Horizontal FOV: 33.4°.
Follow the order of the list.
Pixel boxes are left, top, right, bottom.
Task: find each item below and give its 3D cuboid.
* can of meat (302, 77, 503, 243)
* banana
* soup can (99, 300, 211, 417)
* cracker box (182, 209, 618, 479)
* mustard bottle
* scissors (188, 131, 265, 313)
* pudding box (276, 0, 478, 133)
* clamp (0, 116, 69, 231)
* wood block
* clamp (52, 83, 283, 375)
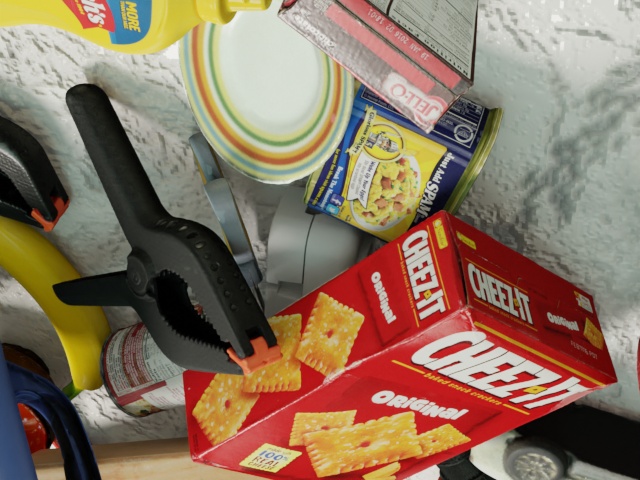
[{"bbox_3d":[0.044,-0.046,0.613,0.084,0.057,0.102,25,132,0],"label":"can of meat"},{"bbox_3d":[-0.198,0.046,0.778,0.070,0.037,0.198,-14,122,9],"label":"banana"},{"bbox_3d":[-0.098,0.082,0.761,0.102,0.068,0.068,-21,120,31],"label":"soup can"},{"bbox_3d":[0.047,0.085,0.657,0.214,0.072,0.164,-32,141,31],"label":"cracker box"},{"bbox_3d":[-0.117,-0.149,0.570,0.192,0.058,0.096,14,127,12],"label":"mustard bottle"},{"bbox_3d":[-0.055,0.001,0.702,0.016,0.096,0.202,-20,157,-4],"label":"scissors"},{"bbox_3d":[0.033,-0.113,0.522,0.090,0.113,0.039,37,123,-13],"label":"pudding box"},{"bbox_3d":[-0.234,-0.074,0.692,0.171,0.039,0.120,32,143,-12],"label":"clamp"},{"bbox_3d":[-0.114,0.194,0.775,0.206,0.091,0.090,-5,86,3],"label":"wood block"},{"bbox_3d":[-0.104,0.023,0.659,0.210,0.036,0.165,43,133,28],"label":"clamp"}]
